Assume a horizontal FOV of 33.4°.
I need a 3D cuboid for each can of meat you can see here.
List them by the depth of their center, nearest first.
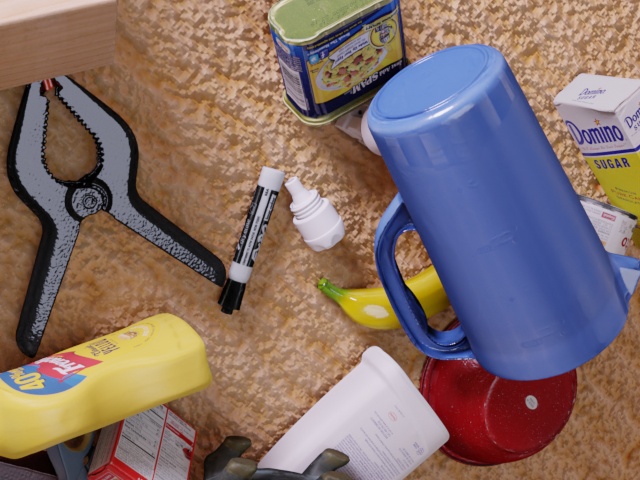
[{"bbox_3d":[0.015,-0.147,0.798,0.102,0.057,0.084,-30,143,-13],"label":"can of meat"}]

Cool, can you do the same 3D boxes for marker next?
[{"bbox_3d":[-0.056,0.001,0.845,0.020,0.020,0.121,16,96,-24],"label":"marker"}]

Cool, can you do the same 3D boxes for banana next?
[{"bbox_3d":[0.097,0.026,0.902,0.197,0.037,0.069,-26,113,-15],"label":"banana"}]

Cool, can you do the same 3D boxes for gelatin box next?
[{"bbox_3d":[-0.134,0.162,0.815,0.030,0.089,0.073,-34,118,25],"label":"gelatin box"}]

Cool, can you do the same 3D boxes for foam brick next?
[{"bbox_3d":[-0.226,0.186,0.802,0.078,0.051,0.053,24,92,-25],"label":"foam brick"}]

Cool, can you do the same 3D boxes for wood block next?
[{"bbox_3d":[-0.243,-0.146,0.681,0.205,0.090,0.091,-17,77,-17],"label":"wood block"}]

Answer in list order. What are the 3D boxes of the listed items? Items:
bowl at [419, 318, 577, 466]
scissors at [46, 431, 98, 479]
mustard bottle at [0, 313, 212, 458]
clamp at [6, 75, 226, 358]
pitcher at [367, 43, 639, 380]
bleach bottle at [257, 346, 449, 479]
[{"bbox_3d":[0.171,0.135,0.948,0.161,0.055,0.162,-5,104,-21],"label":"bowl"},{"bbox_3d":[-0.188,0.178,0.759,0.016,0.201,0.096,-40,93,25],"label":"scissors"},{"bbox_3d":[-0.181,0.109,0.762,0.191,0.096,0.058,-19,109,-27],"label":"mustard bottle"},{"bbox_3d":[-0.161,-0.030,0.785,0.164,0.036,0.210,-14,107,-18],"label":"clamp"},{"bbox_3d":[0.122,-0.017,0.808,0.149,0.145,0.242,-45,120,-25],"label":"pitcher"},{"bbox_3d":[-0.017,0.205,0.886,0.250,0.068,0.102,-39,110,-6],"label":"bleach bottle"}]
